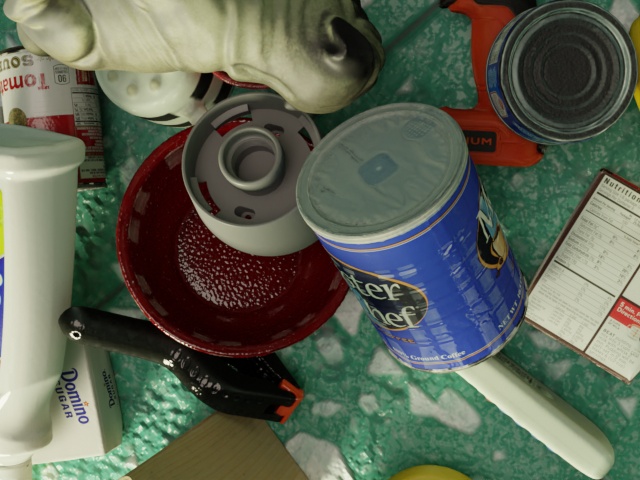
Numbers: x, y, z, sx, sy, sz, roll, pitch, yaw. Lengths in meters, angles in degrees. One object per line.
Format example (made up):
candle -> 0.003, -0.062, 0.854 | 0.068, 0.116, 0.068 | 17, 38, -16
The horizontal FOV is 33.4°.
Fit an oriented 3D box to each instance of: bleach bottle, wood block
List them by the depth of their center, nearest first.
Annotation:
wood block -> -0.087, 0.179, 0.684 | 0.090, 0.206, 0.091 | -37, 86, 14
bleach bottle -> -0.207, 0.052, 0.718 | 0.103, 0.067, 0.251 | 14, 109, 34

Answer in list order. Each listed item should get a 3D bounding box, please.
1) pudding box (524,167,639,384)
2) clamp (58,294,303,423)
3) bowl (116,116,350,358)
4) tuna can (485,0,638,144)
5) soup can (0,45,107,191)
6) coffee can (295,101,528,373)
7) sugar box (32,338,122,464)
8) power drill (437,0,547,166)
pudding box -> 0.191, 0.023, 0.688 | 0.090, 0.039, 0.113 | 32, 99, 10
clamp -> -0.088, 0.064, 0.744 | 0.171, 0.120, 0.039 | 31, 126, -11
bowl -> -0.055, 0.001, 0.723 | 0.162, 0.055, 0.162 | 1, 79, -4
tuna can -> 0.144, -0.100, 0.638 | 0.086, 0.034, 0.086 | 0, 95, -4
soup can -> -0.191, -0.085, 0.762 | 0.068, 0.068, 0.102 | -5, 93, 15
coffee can -> 0.059, 0.001, 0.651 | 0.103, 0.140, 0.103 | -16, 46, 17
sugar box -> -0.241, 0.123, 0.803 | 0.176, 0.048, 0.093 | -9, 92, 11
power drill -> 0.082, -0.143, 0.685 | 0.184, 0.057, 0.188 | 5, 97, 8
